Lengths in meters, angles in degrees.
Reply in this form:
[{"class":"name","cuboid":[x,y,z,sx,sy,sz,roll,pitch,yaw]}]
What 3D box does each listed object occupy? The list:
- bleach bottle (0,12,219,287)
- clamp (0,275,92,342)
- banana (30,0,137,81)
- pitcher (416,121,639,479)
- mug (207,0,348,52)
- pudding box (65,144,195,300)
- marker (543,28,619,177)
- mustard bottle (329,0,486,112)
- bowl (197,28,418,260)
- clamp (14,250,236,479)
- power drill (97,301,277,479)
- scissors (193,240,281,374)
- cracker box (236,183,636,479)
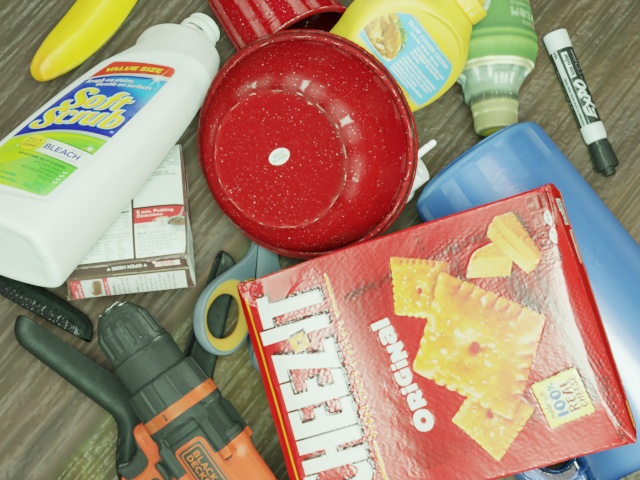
[{"class":"bleach bottle","cuboid":[-0.153,-0.081,0.752,0.103,0.068,0.250,16,51,22]},{"class":"clamp","cuboid":[-0.243,0.027,0.772,0.120,0.039,0.171,-20,88,-13]},{"class":"banana","cuboid":[-0.157,-0.204,0.804,0.037,0.069,0.198,29,95,27]},{"class":"pitcher","cuboid":[0.167,0.046,0.749,0.145,0.149,0.243,-41,78,34]},{"class":"mug","cuboid":[-0.023,-0.170,0.798,0.117,0.093,0.081,-12,62,-41]},{"class":"pudding box","cuboid":[-0.139,-0.015,0.764,0.090,0.039,0.113,-7,49,-4]},{"class":"marker","cuboid":[0.204,-0.107,0.832,0.020,0.020,0.121,-18,81,-7]},{"class":"mustard bottle","cuboid":[0.047,-0.130,0.763,0.192,0.058,0.096,-37,125,13]},{"class":"bowl","cuboid":[-0.019,-0.058,0.714,0.162,0.055,0.162,5,106,17]},{"class":"clamp","cuboid":[-0.100,0.116,0.760,0.164,0.036,0.210,-25,88,-20]},{"class":"power drill","cuboid":[-0.133,0.156,0.695,0.188,0.057,0.184,-37,86,17]},{"class":"scissors","cuboid":[-0.055,0.001,0.780,0.096,0.016,0.202,0,79,-38]},{"class":"cracker box","cuboid":[0.071,0.073,0.678,0.214,0.072,0.164,-18,83,14]}]
